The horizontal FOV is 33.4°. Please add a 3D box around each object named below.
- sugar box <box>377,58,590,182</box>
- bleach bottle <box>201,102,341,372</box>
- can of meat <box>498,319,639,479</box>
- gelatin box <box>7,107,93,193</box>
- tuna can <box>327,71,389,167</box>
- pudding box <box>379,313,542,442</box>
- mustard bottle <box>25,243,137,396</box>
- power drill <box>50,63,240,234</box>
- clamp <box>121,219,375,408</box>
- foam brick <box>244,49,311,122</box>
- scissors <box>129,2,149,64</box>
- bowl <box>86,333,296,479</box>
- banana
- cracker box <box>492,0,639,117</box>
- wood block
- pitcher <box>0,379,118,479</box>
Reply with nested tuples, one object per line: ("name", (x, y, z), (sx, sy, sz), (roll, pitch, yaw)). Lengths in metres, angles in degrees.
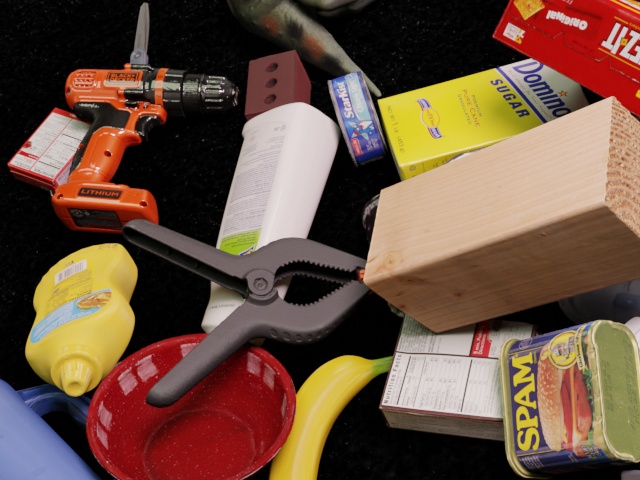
("sugar box", (0.148, -0.107, 0.960), (0.176, 0.048, 0.093), (-17, 50, 3))
("bleach bottle", (-0.056, 0.001, 0.954), (0.103, 0.068, 0.250), (-16, 50, 49))
("can of meat", (0.177, 0.112, 0.749), (0.084, 0.057, 0.102), (-23, 61, 47))
("gelatin box", (-0.279, -0.094, 1.143), (0.073, 0.030, 0.089), (19, 63, 31))
("tuna can", (0.036, -0.113, 0.994), (0.034, 0.086, 0.086), (-18, 50, 6))
("pudding box", (0.110, 0.105, 0.829), (0.114, 0.039, 0.090), (2, 56, 25))
("mustard bottle", (-0.207, 0.074, 0.923), (0.096, 0.058, 0.191), (-26, 27, 4))
("power drill", (-0.183, -0.096, 1.078), (0.184, 0.057, 0.187), (2, 57, 10))
("clamp", (-0.057, 0.036, 0.864), (0.209, 0.036, 0.164), (-13, 62, -15))
("foam brick", (-0.042, -0.141, 1.068), (0.053, 0.051, 0.078), (-11, 51, 14))
("scissors", (-0.221, -0.192, 1.203), (0.096, 0.016, 0.202), (-24, 49, 2))
("bowl", (-0.097, 0.147, 0.831), (0.162, 0.055, 0.162), (-2, 40, 1))
("banana", (-0.004, 0.163, 0.830), (0.070, 0.037, 0.197), (9, 58, 29))
("cracker box", (0.269, -0.146, 0.850), (0.164, 0.213, 0.072), (39, 116, 38))
("wood block", (0.141, -0.010, 0.764), (0.207, 0.090, 0.090), (-21, 45, 42))
("pitcher", (-0.215, 0.212, 0.827), (0.243, 0.144, 0.149), (30, 92, 32))
